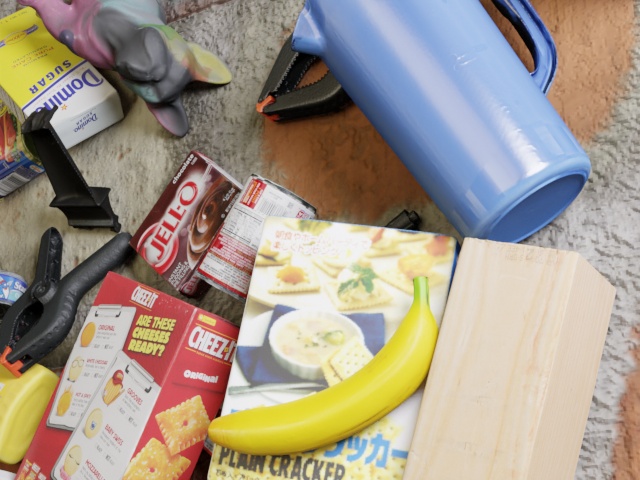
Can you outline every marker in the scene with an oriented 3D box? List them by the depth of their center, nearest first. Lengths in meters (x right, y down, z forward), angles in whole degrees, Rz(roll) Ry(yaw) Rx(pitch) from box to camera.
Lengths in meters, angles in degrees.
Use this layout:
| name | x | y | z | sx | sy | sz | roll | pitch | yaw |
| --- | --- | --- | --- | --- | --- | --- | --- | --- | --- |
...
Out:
| name | x | y | z | sx | sy | sz | roll | pitch | yaw |
| --- | --- | --- | --- | --- | --- | --- | --- | --- | --- |
| marker | 0.033 | 0.013 | 0.896 | 0.121 | 0.020 | 0.020 | -37 | 56 | 16 |

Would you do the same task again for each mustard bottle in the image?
| name | x | y | z | sx | sy | sz | roll | pitch | yaw |
| --- | --- | --- | --- | --- | --- | --- | --- | --- | --- |
| mustard bottle | -0.348 | 0.151 | 1.065 | 0.192 | 0.058 | 0.096 | 13 | 69 | 36 |

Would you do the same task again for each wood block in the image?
| name | x | y | z | sx | sy | sz | roll | pitch | yaw |
| --- | --- | --- | --- | --- | --- | --- | --- | --- | --- |
| wood block | 0.130 | 0.113 | 0.747 | 0.090 | 0.090 | 0.206 | 8 | 76 | 35 |

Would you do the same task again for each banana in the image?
| name | x | y | z | sx | sy | sz | roll | pitch | yaw |
| --- | --- | --- | --- | --- | --- | --- | --- | --- | --- |
| banana | 0.013 | 0.108 | 0.764 | 0.198 | 0.037 | 0.070 | -35 | 54 | 2 |

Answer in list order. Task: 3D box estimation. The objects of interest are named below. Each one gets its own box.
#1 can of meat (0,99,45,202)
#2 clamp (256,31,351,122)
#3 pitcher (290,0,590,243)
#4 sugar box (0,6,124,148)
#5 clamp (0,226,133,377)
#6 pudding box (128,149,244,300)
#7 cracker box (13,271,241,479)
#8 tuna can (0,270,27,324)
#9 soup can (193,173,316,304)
| name | x | y | z | sx | sy | sz | roll | pitch | yaw |
| --- | --- | --- | --- | --- | --- | --- | --- | --- | --- |
| can of meat | -0.341 | -0.105 | 1.166 | 0.084 | 0.057 | 0.102 | -27 | 58 | 19 |
| clamp | 0.032 | -0.174 | 0.961 | 0.210 | 0.036 | 0.165 | -45 | 56 | 10 |
| pitcher | 0.105 | -0.119 | 0.825 | 0.149 | 0.144 | 0.243 | -43 | 66 | 24 |
| sugar box | -0.295 | -0.172 | 1.130 | 0.093 | 0.048 | 0.176 | -34 | 58 | -22 |
| clamp | -0.267 | 0.052 | 1.045 | 0.120 | 0.039 | 0.171 | 9 | 54 | 44 |
| pudding box | -0.116 | -0.015 | 0.992 | 0.090 | 0.039 | 0.113 | 39 | 94 | 38 |
| cracker box | -0.165 | 0.149 | 0.922 | 0.164 | 0.072 | 0.213 | 16 | 80 | 51 |
| tuna can | -0.342 | 0.058 | 1.083 | 0.086 | 0.086 | 0.034 | -15 | 65 | 28 |
| soup can | -0.056 | 0.001 | 0.929 | 0.069 | 0.068 | 0.102 | 27 | 87 | 37 |
